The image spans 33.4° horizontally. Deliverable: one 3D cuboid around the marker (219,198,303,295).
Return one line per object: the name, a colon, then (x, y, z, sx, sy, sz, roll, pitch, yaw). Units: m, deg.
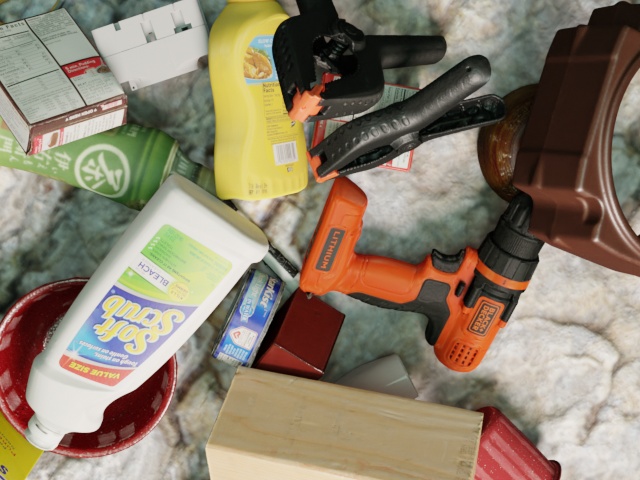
marker: (-0.056, 0.001, 0.941, 0.020, 0.020, 0.121, -42, 99, 6)

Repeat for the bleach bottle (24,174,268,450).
bleach bottle: (-0.155, 0.073, 0.874, 0.102, 0.068, 0.251, 35, 100, -13)

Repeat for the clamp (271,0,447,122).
clamp: (0.008, -0.160, 0.838, 0.164, 0.209, 0.036, 37, 129, -2)

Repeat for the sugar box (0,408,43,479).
sugar box: (-0.288, 0.177, 0.886, 0.048, 0.176, 0.093, -38, 100, 5)

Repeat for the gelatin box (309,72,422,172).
gelatin box: (0.040, -0.102, 0.920, 0.089, 0.030, 0.073, 8, 100, -6)

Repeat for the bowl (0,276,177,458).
bowl: (-0.204, 0.106, 0.937, 0.162, 0.055, 0.162, 0, 100, -2)

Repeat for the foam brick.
foam brick: (-0.020, 0.090, 0.923, 0.051, 0.078, 0.053, 33, 131, -7)

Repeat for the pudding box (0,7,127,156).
pudding box: (-0.220, -0.130, 0.858, 0.089, 0.039, 0.113, -24, 63, -30)

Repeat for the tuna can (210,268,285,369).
tuna can: (-0.063, 0.068, 0.921, 0.033, 0.086, 0.086, 25, 99, -5)

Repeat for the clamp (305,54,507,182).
clamp: (0.074, -0.092, 0.872, 0.172, 0.120, 0.039, -23, 69, 21)

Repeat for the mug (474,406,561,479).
mug: (0.146, 0.209, 0.961, 0.081, 0.093, 0.117, 46, 132, -5)

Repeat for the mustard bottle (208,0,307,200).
mustard bottle: (-0.053, -0.133, 0.880, 0.058, 0.096, 0.191, 4, 102, 34)

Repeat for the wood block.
wood block: (0.021, 0.180, 0.872, 0.206, 0.090, 0.091, 9, 135, 12)

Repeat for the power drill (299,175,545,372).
power drill: (0.088, 0.012, 0.912, 0.187, 0.057, 0.185, 21, 115, -3)
